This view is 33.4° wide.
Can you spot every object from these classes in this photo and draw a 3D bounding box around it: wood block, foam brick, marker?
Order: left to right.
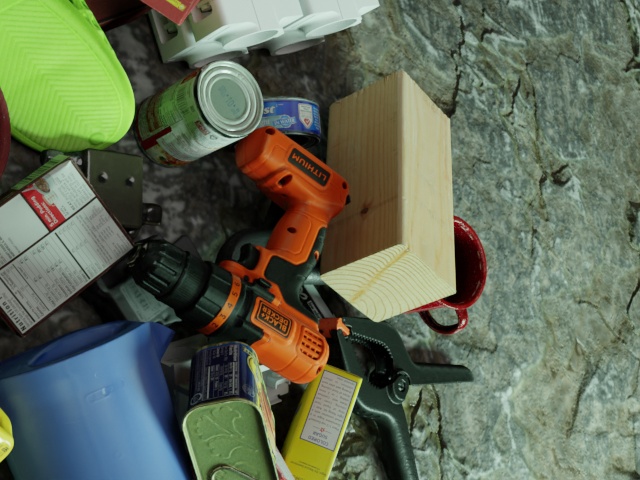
[{"bbox_3d":[-0.184,-0.204,0.893,0.078,0.053,0.051,-33,101,-40],"label":"foam brick"},{"bbox_3d":[-0.019,0.036,0.991,0.020,0.020,0.121,-41,106,-38],"label":"marker"},{"bbox_3d":[0.063,-0.043,0.988,0.090,0.091,0.206,39,41,-38],"label":"wood block"}]

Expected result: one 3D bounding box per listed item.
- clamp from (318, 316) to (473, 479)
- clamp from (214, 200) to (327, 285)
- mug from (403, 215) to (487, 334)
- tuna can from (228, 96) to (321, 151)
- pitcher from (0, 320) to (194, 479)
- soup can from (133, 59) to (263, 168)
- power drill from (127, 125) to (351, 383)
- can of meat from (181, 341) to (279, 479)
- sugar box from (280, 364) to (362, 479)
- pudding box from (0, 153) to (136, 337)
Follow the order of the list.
[{"bbox_3d":[0.064,0.149,1.011,0.209,0.036,0.164,41,56,-34],"label":"clamp"},{"bbox_3d":[-0.042,0.007,0.941,0.171,0.039,0.120,-26,90,-47],"label":"clamp"},{"bbox_3d":[0.108,0.038,1.052,0.093,0.082,0.117,-30,99,-40],"label":"mug"},{"bbox_3d":[-0.042,-0.103,0.962,0.085,0.086,0.034,1,81,-39],"label":"tuna can"},{"bbox_3d":[-0.161,0.188,0.776,0.145,0.149,0.243,-34,107,-72],"label":"pitcher"},{"bbox_3d":[-0.104,-0.106,0.901,0.068,0.102,0.068,10,73,-37],"label":"soup can"},{"bbox_3d":[-0.056,0.001,0.866,0.184,0.057,0.187,36,53,-27],"label":"power drill"},{"bbox_3d":[-0.065,0.137,0.790,0.084,0.057,0.102,-98,177,-63],"label":"can of meat"},{"bbox_3d":[-0.018,0.200,0.903,0.048,0.093,0.176,23,62,2],"label":"sugar box"},{"bbox_3d":[-0.208,0.003,0.794,0.113,0.039,0.090,-39,109,-17],"label":"pudding box"}]
